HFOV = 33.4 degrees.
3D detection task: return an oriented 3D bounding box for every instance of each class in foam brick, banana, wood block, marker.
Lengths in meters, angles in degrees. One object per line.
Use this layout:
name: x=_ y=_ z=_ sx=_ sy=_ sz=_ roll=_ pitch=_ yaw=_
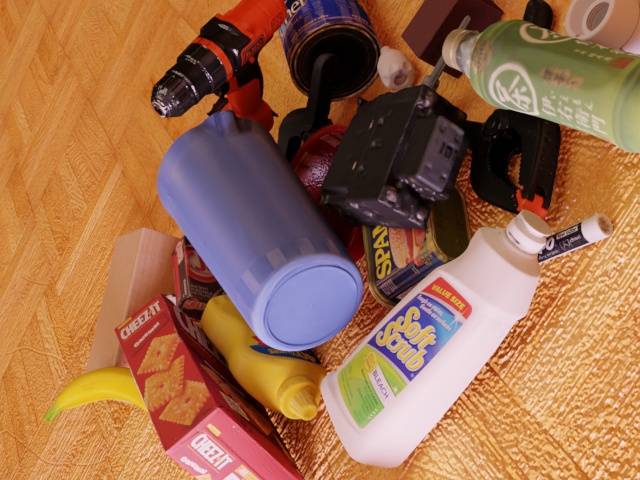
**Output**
foam brick: x=0.124 y=-0.206 z=1.016 sx=0.078 sy=0.052 sz=0.051 roll=-54 pitch=34 yaw=23
banana: x=-0.233 y=0.178 z=1.225 sx=0.198 sy=0.037 sz=0.069 roll=-7 pitch=63 yaw=33
wood block: x=-0.224 y=0.098 z=1.352 sx=0.091 sy=0.090 sz=0.206 roll=-15 pitch=61 yaw=54
marker: x=0.177 y=0.008 z=0.842 sx=0.121 sy=0.020 sz=0.020 roll=-29 pitch=50 yaw=47

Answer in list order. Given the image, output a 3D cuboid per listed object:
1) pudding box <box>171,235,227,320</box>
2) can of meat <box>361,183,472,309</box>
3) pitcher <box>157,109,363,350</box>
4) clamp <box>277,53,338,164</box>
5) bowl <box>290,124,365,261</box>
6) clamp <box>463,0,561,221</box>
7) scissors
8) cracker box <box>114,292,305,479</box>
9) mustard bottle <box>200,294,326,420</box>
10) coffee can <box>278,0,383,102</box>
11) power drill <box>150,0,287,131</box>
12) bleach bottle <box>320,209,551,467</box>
pudding box: x=-0.105 y=0.049 z=1.169 sx=0.039 sy=0.113 sz=0.090 roll=-50 pitch=36 yaw=35
can of meat: x=0.088 y=0.001 z=0.952 sx=0.084 sy=0.057 sz=0.102 roll=-38 pitch=43 yaw=38
pitcher: x=-0.057 y=0.001 z=1.018 sx=0.145 sy=0.149 sz=0.243 roll=-46 pitch=42 yaw=9
clamp: x=-0.003 y=-0.123 z=1.136 sx=0.172 sy=0.039 sz=0.120 roll=-20 pitch=93 yaw=52
bowl: x=0.018 y=-0.032 z=1.072 sx=0.162 sy=0.055 sz=0.162 roll=-27 pitch=56 yaw=50
clamp: x=0.152 y=-0.091 z=0.920 sx=0.165 sy=0.036 sz=0.210 roll=-43 pitch=36 yaw=39
scissors: x=0.099 y=-0.150 z=1.002 sx=0.096 sy=0.016 sz=0.202 roll=-83 pitch=13 yaw=-48
cracker box: x=-0.106 y=0.166 z=1.050 sx=0.072 sy=0.164 sz=0.214 roll=-40 pitch=35 yaw=1
mustard bottle: x=-0.047 y=0.119 z=1.054 sx=0.058 sy=0.096 sz=0.192 roll=-66 pitch=31 yaw=14
coffee can: x=0.004 y=-0.235 z=1.174 sx=0.103 sy=0.102 sz=0.140 roll=-49 pitch=36 yaw=30
power drill: x=-0.103 y=-0.150 z=1.115 sx=0.184 sy=0.057 sz=0.188 roll=-47 pitch=-17 yaw=-26
bleach bottle: x=0.097 y=0.071 z=0.871 sx=0.251 sy=0.068 sz=0.102 roll=-55 pitch=38 yaw=28
